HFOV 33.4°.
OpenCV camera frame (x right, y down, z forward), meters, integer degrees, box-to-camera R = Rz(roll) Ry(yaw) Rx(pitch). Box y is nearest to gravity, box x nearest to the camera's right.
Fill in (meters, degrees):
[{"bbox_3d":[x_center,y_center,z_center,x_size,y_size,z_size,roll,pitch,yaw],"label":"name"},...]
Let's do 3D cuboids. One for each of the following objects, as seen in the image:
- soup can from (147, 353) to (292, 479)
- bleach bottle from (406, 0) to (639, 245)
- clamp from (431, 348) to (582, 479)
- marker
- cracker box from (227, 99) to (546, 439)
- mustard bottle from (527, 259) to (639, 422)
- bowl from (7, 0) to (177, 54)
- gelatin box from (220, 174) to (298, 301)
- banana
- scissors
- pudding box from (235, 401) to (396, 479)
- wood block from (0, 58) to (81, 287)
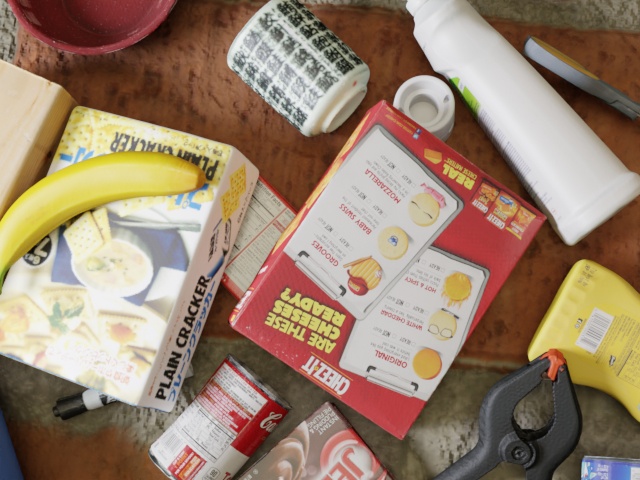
[{"bbox_3d":[-0.081,0.151,0.857,0.068,0.068,0.102,40,85,9],"label":"soup can"},{"bbox_3d":[0.153,-0.115,0.869,0.068,0.102,0.251,-36,81,-4],"label":"bleach bottle"},{"bbox_3d":[0.163,0.171,0.837,0.120,0.039,0.171,28,105,-1],"label":"clamp"},{"bbox_3d":[-0.166,0.124,0.892,0.121,0.020,0.020,-20,80,0],"label":"marker"},{"bbox_3d":[0.051,0.023,0.856,0.164,0.072,0.213,35,84,-6],"label":"cracker box"},{"bbox_3d":[0.270,0.099,0.847,0.192,0.058,0.096,28,93,8],"label":"mustard bottle"},{"bbox_3d":[-0.192,-0.232,0.936,0.162,0.055,0.162,-1,80,4],"label":"bowl"},{"bbox_3d":[-0.056,0.001,0.901,0.089,0.030,0.073,-45,79,-4],"label":"gelatin box"},{"bbox_3d":[-0.184,-0.028,0.833,0.198,0.037,0.069,-28,81,11],"label":"banana"},{"bbox_3d":[0.247,-0.122,0.901,0.201,0.096,0.016,25,110,-22],"label":"scissors"},{"bbox_3d":[-0.006,0.199,0.858,0.113,0.039,0.090,-40,81,-3],"label":"pudding box"},{"bbox_3d":[-0.286,-0.041,0.892,0.090,0.091,0.206,24,82,8],"label":"wood block"}]
